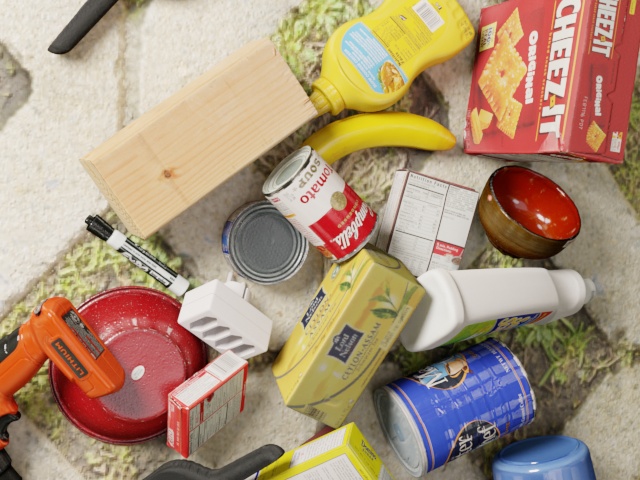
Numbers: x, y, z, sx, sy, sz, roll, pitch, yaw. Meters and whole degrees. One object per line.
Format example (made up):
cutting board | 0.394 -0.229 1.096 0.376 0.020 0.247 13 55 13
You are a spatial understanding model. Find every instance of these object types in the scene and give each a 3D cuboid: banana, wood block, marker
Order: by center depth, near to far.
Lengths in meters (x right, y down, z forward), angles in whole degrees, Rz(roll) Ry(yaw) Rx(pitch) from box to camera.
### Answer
wood block | -0.118 -0.100 1.031 0.206 0.090 0.091 -37 106 -13
marker | -0.182 0.014 1.055 0.121 0.020 0.020 38 82 -18
banana | 0.047 -0.100 1.116 0.197 0.037 0.069 -21 111 -14

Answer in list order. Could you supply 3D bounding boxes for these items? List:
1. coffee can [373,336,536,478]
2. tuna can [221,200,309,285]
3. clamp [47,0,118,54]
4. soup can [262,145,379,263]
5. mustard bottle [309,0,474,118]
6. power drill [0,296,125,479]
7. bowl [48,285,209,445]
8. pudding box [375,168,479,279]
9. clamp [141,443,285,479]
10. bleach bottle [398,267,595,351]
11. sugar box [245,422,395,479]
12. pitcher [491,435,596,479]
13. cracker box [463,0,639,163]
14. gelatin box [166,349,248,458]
coffee can | 0.142 0.176 1.135 0.140 0.103 0.103 -22 101 -16
tuna can | -0.057 0.001 1.089 0.086 0.034 0.086 -2 95 -19
clamp | -0.184 -0.267 1.022 0.209 0.036 0.164 -9 97 -18
soup can | 0.000 -0.036 1.056 0.102 0.069 0.068 45 80 -20
mustard bottle | 0.060 -0.189 1.099 0.191 0.058 0.096 -39 91 -12
power drill | -0.276 0.155 0.984 0.188 0.057 0.184 -35 100 8
bowl | -0.182 0.127 1.046 0.162 0.055 0.162 -1 94 -19
pudding box | 0.112 -0.012 1.144 0.090 0.039 0.113 16 87 -17
clamp | -0.107 0.245 1.045 0.171 0.039 0.120 8 97 11
bleach bottle | 0.201 0.062 1.132 0.250 0.103 0.068 -6 68 -34
sugar box | -0.018 0.258 1.071 0.176 0.048 0.093 -27 107 24
pitcher | 0.256 0.348 1.173 0.145 0.149 0.243 -12 95 3
cracker box | 0.227 -0.163 1.077 0.072 0.214 0.164 7 92 -19
gelatin box | -0.112 0.160 1.050 0.089 0.030 0.073 -36 146 -39
